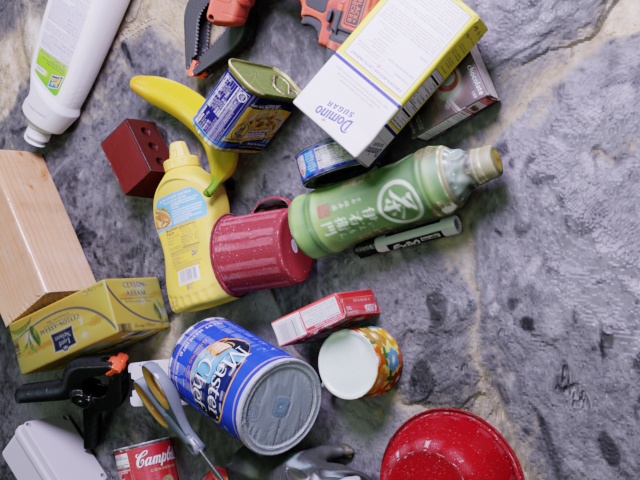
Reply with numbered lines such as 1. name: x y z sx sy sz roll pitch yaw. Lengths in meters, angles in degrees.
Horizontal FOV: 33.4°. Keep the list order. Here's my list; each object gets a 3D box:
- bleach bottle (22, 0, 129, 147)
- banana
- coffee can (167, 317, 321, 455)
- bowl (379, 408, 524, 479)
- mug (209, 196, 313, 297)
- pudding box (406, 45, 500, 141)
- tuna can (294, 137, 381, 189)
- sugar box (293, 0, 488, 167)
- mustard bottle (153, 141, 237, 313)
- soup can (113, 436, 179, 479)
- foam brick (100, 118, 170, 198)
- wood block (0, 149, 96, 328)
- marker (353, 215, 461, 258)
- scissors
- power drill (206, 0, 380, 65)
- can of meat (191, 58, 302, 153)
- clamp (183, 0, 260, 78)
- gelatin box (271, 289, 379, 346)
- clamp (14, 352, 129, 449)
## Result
1. bleach bottle: -0.315 -0.236 1.324 0.103 0.067 0.251 38 111 28
2. banana: -0.145 -0.133 1.212 0.198 0.069 0.037 52 148 30
3. coffee can: -0.081 0.150 1.120 0.141 0.102 0.103 23 102 49
4. bowl: 0.116 0.247 1.041 0.162 0.055 0.162 -1 88 33
5. mug: -0.058 0.001 1.146 0.082 0.093 0.117 -9 48 28
6. pudding box: 0.114 -0.167 1.057 0.090 0.039 0.113 -30 74 28
7. tuna can: 0.019 -0.081 1.090 0.086 0.086 0.034 -20 80 31
8. sugar box: 0.066 -0.166 1.020 0.093 0.048 0.176 44 98 23
9. mustard bottle: -0.144 -0.020 1.211 0.096 0.058 0.191 -19 79 36
10. soup can: -0.196 0.285 1.235 0.069 0.068 0.102 -19 80 31
11. foam brick: -0.213 -0.096 1.260 0.051 0.052 0.078 -38 70 27
12. wood block: -0.373 -0.003 1.341 0.091 0.090 0.206 -36 71 28
13. marker: 0.086 -0.003 1.085 0.121 0.020 0.020 -15 81 32
14. scissors: -0.138 0.202 1.134 0.202 0.016 0.096 39 145 32
15. power drill: -0.022 -0.235 1.120 0.188 0.057 0.184 22 104 16
16. can of meat: -0.079 -0.141 1.146 0.057 0.101 0.084 50 116 23
17. clamp: -0.091 -0.275 1.193 0.165 0.036 0.210 27 104 27
18. gelatin box: 0.006 0.081 1.103 0.089 0.073 0.030 -26 76 29
19. clamp: -0.289 0.177 1.265 0.120 0.039 0.172 28 128 -14
